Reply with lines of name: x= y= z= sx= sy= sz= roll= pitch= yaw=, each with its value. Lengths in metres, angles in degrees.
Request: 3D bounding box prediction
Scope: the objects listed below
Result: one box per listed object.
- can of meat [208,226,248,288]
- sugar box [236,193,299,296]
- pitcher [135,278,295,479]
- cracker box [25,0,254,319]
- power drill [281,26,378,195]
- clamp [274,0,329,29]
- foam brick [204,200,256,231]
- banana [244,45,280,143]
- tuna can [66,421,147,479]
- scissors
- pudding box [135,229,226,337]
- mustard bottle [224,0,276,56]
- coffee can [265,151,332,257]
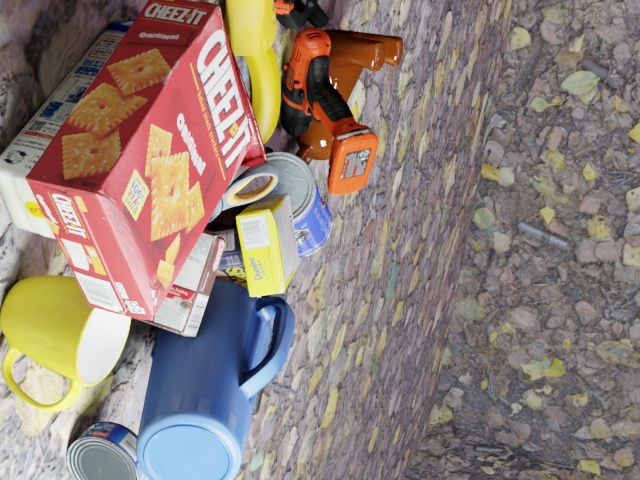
can of meat: x=-0.117 y=0.024 z=1.259 sx=0.102 sy=0.084 sz=0.057 roll=67 pitch=17 yaw=-65
sugar box: x=-0.058 y=0.002 z=1.227 sx=0.176 sy=0.048 sz=0.093 roll=-74 pitch=155 yaw=-82
pitcher: x=-0.119 y=0.153 z=1.160 sx=0.242 sy=0.145 sz=0.149 roll=-87 pitch=-164 yaw=-60
cracker box: x=-0.135 y=-0.067 z=0.868 sx=0.164 sy=0.072 sz=0.213 roll=79 pitch=31 yaw=-51
power drill: x=0.003 y=-0.151 z=1.370 sx=0.057 sy=0.188 sz=0.184 roll=-17 pitch=149 yaw=-20
clamp: x=-0.021 y=-0.324 z=1.352 sx=0.171 sy=0.039 sz=0.120 roll=-43 pitch=135 yaw=-66
foam brick: x=-0.111 y=-0.045 z=1.294 sx=0.053 sy=0.051 sz=0.078 roll=72 pitch=37 yaw=-64
banana: x=-0.074 y=-0.187 z=1.305 sx=0.069 sy=0.037 sz=0.198 roll=-59 pitch=159 yaw=-44
tuna can: x=-0.223 y=0.235 z=1.130 sx=0.033 sy=0.086 sz=0.086 roll=-51 pitch=152 yaw=-58
scissors: x=-0.131 y=-0.038 z=1.137 sx=0.096 sy=0.202 sz=0.016 roll=24 pitch=48 yaw=-43
pudding box: x=-0.161 y=0.036 z=1.135 sx=0.039 sy=0.090 sz=0.113 roll=34 pitch=74 yaw=-72
mustard bottle: x=-0.077 y=-0.300 z=1.134 sx=0.096 sy=0.058 sz=0.192 roll=-82 pitch=174 yaw=-49
coffee can: x=-0.045 y=-0.045 z=1.426 sx=0.140 sy=0.103 sz=0.103 roll=61 pitch=48 yaw=-69
